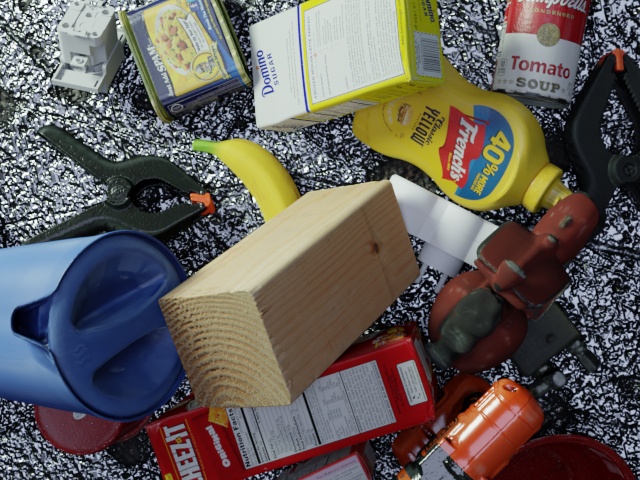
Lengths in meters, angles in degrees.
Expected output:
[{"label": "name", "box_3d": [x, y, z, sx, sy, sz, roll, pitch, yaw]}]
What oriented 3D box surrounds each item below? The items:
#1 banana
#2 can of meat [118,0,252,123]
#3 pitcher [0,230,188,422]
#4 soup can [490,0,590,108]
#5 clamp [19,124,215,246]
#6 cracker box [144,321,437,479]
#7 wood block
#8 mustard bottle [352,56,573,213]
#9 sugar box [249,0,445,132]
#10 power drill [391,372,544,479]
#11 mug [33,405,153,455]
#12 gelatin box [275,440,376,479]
[{"label": "banana", "box_3d": [-0.041, -0.009, 0.926, 0.070, 0.037, 0.198, -24, 89, 17]}, {"label": "can of meat", "box_3d": [-0.114, -0.164, 0.918, 0.084, 0.057, 0.102, -22, 89, 5]}, {"label": "pitcher", "box_3d": [-0.214, 0.065, 0.823, 0.243, 0.144, 0.149, -2, 130, 40]}, {"label": "soup can", "box_3d": [0.182, -0.165, 0.878, 0.068, 0.068, 0.102, 11, 94, 6]}, {"label": "clamp", "box_3d": [-0.180, -0.048, 0.938, 0.171, 0.039, 0.120, -4, 83, 0]}, {"label": "cracker box", "box_3d": [-0.014, 0.134, 0.861, 0.214, 0.164, 0.072, -19, 89, 6]}, {"label": "wood block", "box_3d": [-0.016, 0.036, 0.817, 0.090, 0.205, 0.091, -8, 109, 36]}, {"label": "mustard bottle", "box_3d": [0.123, -0.079, 0.868, 0.192, 0.058, 0.096, 35, 119, 17]}, {"label": "sugar box", "box_3d": [0.017, -0.150, 0.859, 0.177, 0.048, 0.093, -10, 82, 48]}, {"label": "power drill", "box_3d": [0.093, 0.175, 0.839, 0.184, 0.187, 0.057, -44, 88, 4]}, {"label": "mug", "box_3d": [-0.208, 0.135, 0.925, 0.117, 0.081, 0.093, 17, 93, 6]}, {"label": "gelatin box", "box_3d": [0.002, 0.202, 0.907, 0.089, 0.073, 0.030, -28, 88, 7]}]
